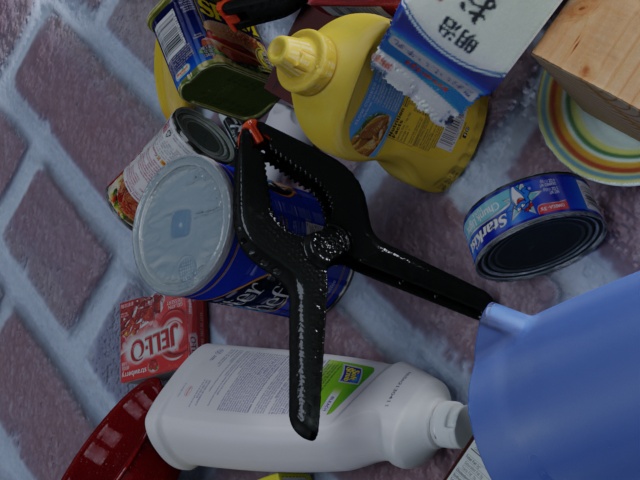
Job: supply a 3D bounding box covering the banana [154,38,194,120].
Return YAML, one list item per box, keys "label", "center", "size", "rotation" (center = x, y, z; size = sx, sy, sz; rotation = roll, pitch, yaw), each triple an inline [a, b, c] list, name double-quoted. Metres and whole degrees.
- label: "banana"
  center: [-0.122, -0.196, 0.975]
  size: [0.070, 0.037, 0.198]
  rotation: [14, 90, 51]

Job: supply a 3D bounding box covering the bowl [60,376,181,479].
- label: "bowl"
  center: [-0.161, 0.194, 0.877]
  size: [0.162, 0.055, 0.162]
  rotation: [-46, 16, 17]

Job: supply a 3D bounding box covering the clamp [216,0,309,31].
- label: "clamp"
  center: [-0.008, -0.231, 0.851]
  size: [0.171, 0.039, 0.120]
  rotation: [-26, 38, 10]

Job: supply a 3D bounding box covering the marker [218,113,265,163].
- label: "marker"
  center: [-0.069, -0.090, 0.919]
  size: [0.020, 0.020, 0.121]
  rotation: [-45, 54, 24]

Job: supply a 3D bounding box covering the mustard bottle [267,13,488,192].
- label: "mustard bottle"
  center: [0.036, -0.098, 0.714]
  size: [0.058, 0.191, 0.096]
  rotation: [27, 97, 41]

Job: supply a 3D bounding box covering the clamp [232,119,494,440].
- label: "clamp"
  center: [0.014, 0.007, 0.718]
  size: [0.210, 0.164, 0.036]
  rotation: [63, 160, 10]

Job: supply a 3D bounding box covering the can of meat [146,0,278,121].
- label: "can of meat"
  center: [-0.086, -0.154, 0.895]
  size: [0.058, 0.101, 0.084]
  rotation: [-38, 59, 29]

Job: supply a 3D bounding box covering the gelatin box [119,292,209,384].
- label: "gelatin box"
  center: [-0.137, 0.083, 0.928]
  size: [0.089, 0.030, 0.073]
  rotation: [-17, 69, 37]

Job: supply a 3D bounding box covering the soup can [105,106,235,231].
- label: "soup can"
  center: [-0.131, -0.059, 0.932]
  size: [0.102, 0.068, 0.068]
  rotation: [-45, 55, 24]

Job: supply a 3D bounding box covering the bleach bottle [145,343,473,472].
- label: "bleach bottle"
  center: [-0.006, 0.128, 0.766]
  size: [0.251, 0.068, 0.102]
  rotation: [-1, 42, 40]

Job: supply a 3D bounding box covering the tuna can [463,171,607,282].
- label: "tuna can"
  center: [0.135, -0.008, 0.678]
  size: [0.086, 0.086, 0.034]
  rotation: [-32, 59, 31]

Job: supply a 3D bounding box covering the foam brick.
- label: "foam brick"
  center: [0.002, -0.139, 0.847]
  size: [0.053, 0.051, 0.078]
  rotation: [35, 102, 41]

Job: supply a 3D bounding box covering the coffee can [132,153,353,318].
- label: "coffee can"
  center: [-0.055, 0.001, 0.803]
  size: [0.103, 0.140, 0.103]
  rotation: [-11, 73, 39]
